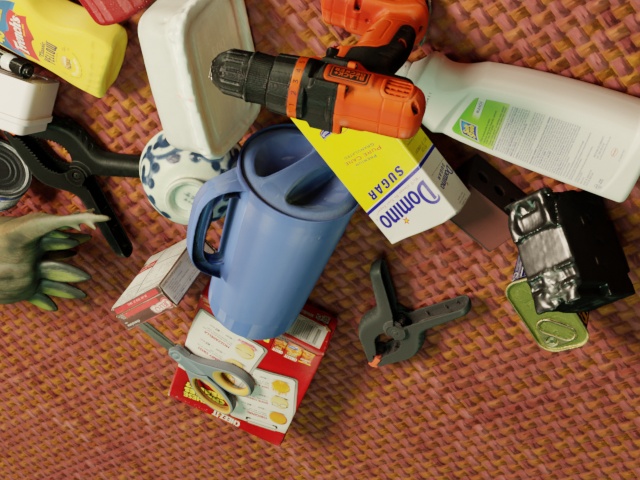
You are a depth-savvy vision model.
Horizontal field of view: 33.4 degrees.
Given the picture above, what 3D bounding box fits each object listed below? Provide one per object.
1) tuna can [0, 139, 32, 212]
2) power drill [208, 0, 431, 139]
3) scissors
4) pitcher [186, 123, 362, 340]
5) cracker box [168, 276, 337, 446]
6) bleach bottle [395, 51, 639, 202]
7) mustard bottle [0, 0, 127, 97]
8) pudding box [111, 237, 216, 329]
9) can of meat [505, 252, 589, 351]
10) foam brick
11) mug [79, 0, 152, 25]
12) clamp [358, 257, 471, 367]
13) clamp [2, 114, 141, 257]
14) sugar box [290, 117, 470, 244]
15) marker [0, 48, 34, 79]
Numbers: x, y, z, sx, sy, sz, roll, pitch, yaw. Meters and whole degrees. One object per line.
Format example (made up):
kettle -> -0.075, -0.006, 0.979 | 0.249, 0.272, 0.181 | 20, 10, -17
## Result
tuna can -> -0.382, -0.078, 1.247 | 0.086, 0.086, 0.034 | 40, 131, -14
power drill -> 0.014, -0.167, 0.937 | 0.184, 0.187, 0.057 | 15, 135, 7
scissors -> -0.155, 0.137, 1.297 | 0.096, 0.016, 0.201 | -18, 120, 35
pitcher -> -0.058, 0.001, 1.153 | 0.149, 0.144, 0.243 | 28, 137, 4
cracker box -> -0.087, 0.146, 1.336 | 0.164, 0.072, 0.214 | 25, 135, 2
bleach bottle -> 0.182, -0.123, 0.996 | 0.251, 0.068, 0.103 | 21, 134, 7
mustard bottle -> -0.296, -0.225, 1.099 | 0.191, 0.058, 0.096 | 28, 150, -2
pudding box -> -0.184, 0.048, 1.258 | 0.090, 0.113, 0.039 | -25, 114, 36
can of meat -> 0.241, 0.050, 1.108 | 0.058, 0.083, 0.102 | -19, 120, 34
foam brick -> 0.165, -0.038, 1.083 | 0.078, 0.053, 0.051 | 37, 133, -13
mug -> -0.208, -0.261, 1.021 | 0.117, 0.093, 0.081 | 19, 149, 51
clamp -> 0.101, 0.095, 1.237 | 0.120, 0.039, 0.172 | 23, 141, 8
clamp -> -0.274, -0.074, 1.237 | 0.210, 0.036, 0.165 | 28, 128, -4
sugar box -> 0.056, -0.085, 1.032 | 0.094, 0.048, 0.176 | -26, 107, 44
marker -> -0.345, -0.197, 1.139 | 0.121, 0.020, 0.020 | 27, 140, 34
